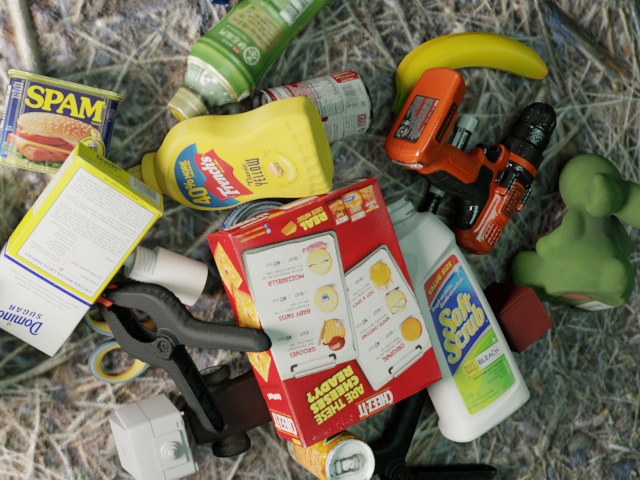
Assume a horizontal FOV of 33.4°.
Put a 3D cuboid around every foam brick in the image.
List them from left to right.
[{"bbox_3d":[0.202,0.082,1.151,0.053,0.078,0.051,-36,105,-17],"label":"foam brick"}]

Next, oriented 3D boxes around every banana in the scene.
[{"bbox_3d":[0.155,-0.188,1.136,0.197,0.037,0.069,-16,118,-20],"label":"banana"}]

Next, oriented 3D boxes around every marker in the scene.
[{"bbox_3d":[0.136,-0.078,1.143,0.020,0.020,0.121,27,83,-22],"label":"marker"}]

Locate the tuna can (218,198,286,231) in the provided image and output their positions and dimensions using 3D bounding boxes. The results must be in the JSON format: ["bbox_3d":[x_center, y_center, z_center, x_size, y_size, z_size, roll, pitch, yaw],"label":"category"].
[{"bbox_3d":[-0.057,0.001,1.061,0.086,0.034,0.086,-2,95,-22],"label":"tuna can"}]

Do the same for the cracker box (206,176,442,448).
[{"bbox_3d":[0.005,0.065,1.027,0.164,0.072,0.214,-23,100,-23],"label":"cracker box"}]

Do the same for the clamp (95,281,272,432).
[{"bbox_3d":[-0.127,0.087,0.979,0.171,0.039,0.120,40,113,1],"label":"clamp"}]

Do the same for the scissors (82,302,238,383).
[{"bbox_3d":[-0.139,0.105,1.044,0.201,0.016,0.096,17,87,-22],"label":"scissors"}]

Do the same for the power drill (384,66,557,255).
[{"bbox_3d":[0.162,-0.099,1.106,0.187,0.057,0.184,36,78,-39],"label":"power drill"}]

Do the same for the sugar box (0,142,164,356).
[{"bbox_3d":[-0.228,0.010,0.954,0.093,0.048,0.176,35,106,-21],"label":"sugar box"}]

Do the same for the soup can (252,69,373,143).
[{"bbox_3d":[-0.007,-0.126,1.053,0.102,0.069,0.068,-17,100,-21],"label":"soup can"}]

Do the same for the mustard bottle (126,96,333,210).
[{"bbox_3d":[-0.090,-0.074,0.994,0.192,0.058,0.096,-9,134,13],"label":"mustard bottle"}]

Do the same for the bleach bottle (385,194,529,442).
[{"bbox_3d":[0.121,0.074,1.093,0.102,0.068,0.251,-31,102,-20],"label":"bleach bottle"}]

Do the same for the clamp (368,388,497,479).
[{"bbox_3d":[0.088,0.250,1.139,0.209,0.036,0.164,-42,108,-15],"label":"clamp"}]

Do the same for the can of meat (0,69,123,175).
[{"bbox_3d":[-0.238,-0.102,0.966,0.102,0.058,0.084,11,93,-22],"label":"can of meat"}]
